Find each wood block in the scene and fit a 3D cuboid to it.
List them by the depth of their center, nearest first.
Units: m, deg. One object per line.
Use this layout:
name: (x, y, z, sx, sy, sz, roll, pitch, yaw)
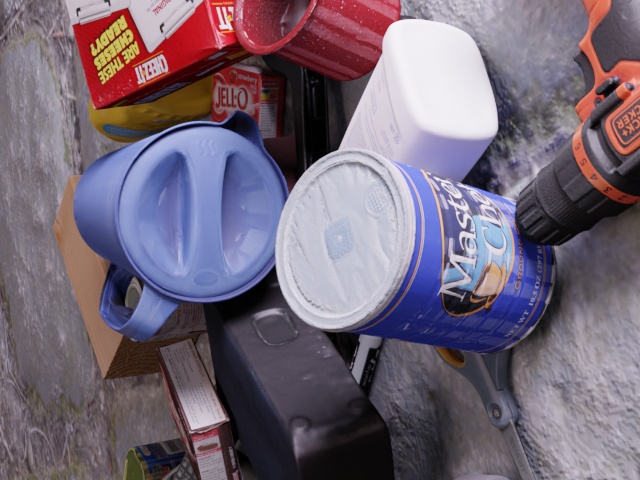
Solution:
wood block: (-0.208, 0.034, 1.139, 0.206, 0.090, 0.091, 63, 142, 32)

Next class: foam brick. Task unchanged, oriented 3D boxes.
foam brick: (-0.021, -0.039, 0.861, 0.078, 0.052, 0.051, 64, 143, 30)

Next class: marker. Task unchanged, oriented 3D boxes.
marker: (0.034, 0.093, 0.824, 0.020, 0.020, 0.121, 47, 132, 45)

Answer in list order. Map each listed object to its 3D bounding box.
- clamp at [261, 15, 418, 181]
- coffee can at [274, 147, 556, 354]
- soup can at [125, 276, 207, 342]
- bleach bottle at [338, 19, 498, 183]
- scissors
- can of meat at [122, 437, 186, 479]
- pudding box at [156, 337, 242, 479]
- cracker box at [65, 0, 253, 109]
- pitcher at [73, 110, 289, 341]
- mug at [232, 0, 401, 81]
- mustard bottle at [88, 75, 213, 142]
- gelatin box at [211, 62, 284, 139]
clamp: (-0.008, -0.143, 0.832, 0.210, 0.036, 0.165, 54, 127, 41)
coffee can: (0.058, 0.010, 0.634, 0.103, 0.140, 0.103, -13, 71, 43)
soup can: (-0.131, 0.057, 1.005, 0.069, 0.102, 0.068, 14, 107, 57)
bleach bottle: (0.037, -0.033, 0.761, 0.251, 0.068, 0.102, 121, 146, -50)
scissors: (0.122, 0.093, 0.685, 0.202, 0.016, 0.096, 60, 141, 33)
can of meat: (-0.154, 0.251, 1.089, 0.058, 0.083, 0.102, 39, 127, 49)
pudding box: (-0.105, 0.153, 0.920, 0.114, 0.039, 0.090, -126, 23, -48)
cracker box: (-0.129, -0.225, 0.804, 0.165, 0.071, 0.214, -14, 92, 45)
pitcher: (-0.134, -0.016, 0.876, 0.243, 0.149, 0.145, 6, 116, 66)
mug: (0.004, -0.169, 0.727, 0.093, 0.081, 0.117, 23, 95, 49)
mustard bottle: (-0.175, -0.133, 1.054, 0.192, 0.096, 0.058, -10, 87, 58)
gelatin box: (-0.066, -0.117, 0.944, 0.089, 0.030, 0.073, 26, 116, 54)
